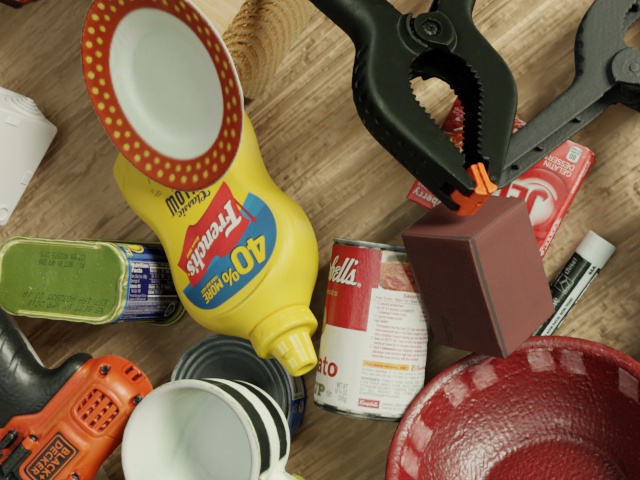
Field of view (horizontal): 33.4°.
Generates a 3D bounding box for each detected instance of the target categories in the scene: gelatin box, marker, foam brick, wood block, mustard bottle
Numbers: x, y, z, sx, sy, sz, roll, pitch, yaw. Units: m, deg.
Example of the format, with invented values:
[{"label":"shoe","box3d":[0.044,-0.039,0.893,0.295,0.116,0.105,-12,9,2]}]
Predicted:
[{"label":"gelatin box","box3d":[0.108,-0.038,0.638,0.089,0.030,0.073,29,98,19]},{"label":"marker","box3d":[0.132,0.049,0.632,0.020,0.020,0.121,36,100,18]},{"label":"foam brick","box3d":[0.089,0.018,0.604,0.053,0.051,0.078,8,126,47]},{"label":"wood block","box3d":[-0.111,-0.189,0.695,0.206,0.090,0.091,37,100,18]},{"label":"mustard bottle","box3d":[-0.055,0.001,0.666,0.096,0.058,0.192,-39,66,19]}]

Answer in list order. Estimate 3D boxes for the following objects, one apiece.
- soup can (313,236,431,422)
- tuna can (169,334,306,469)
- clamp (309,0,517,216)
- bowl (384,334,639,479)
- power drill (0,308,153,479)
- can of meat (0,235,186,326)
[{"label":"soup can","box3d":[0.035,0.052,0.642,0.069,0.068,0.102,8,91,21]},{"label":"tuna can","box3d":[-0.053,0.102,0.691,0.086,0.033,0.086,-1,88,20]},{"label":"clamp","box3d":[0.062,-0.115,0.600,0.164,0.036,0.210,-16,70,-23]},{"label":"bowl","box3d":[0.119,0.131,0.579,0.162,0.055,0.162,-15,43,14]},{"label":"power drill","box3d":[-0.220,0.099,0.649,0.187,0.057,0.184,43,98,-1]},{"label":"can of meat","box3d":[-0.150,0.027,0.704,0.102,0.083,0.057,3,89,21]}]
